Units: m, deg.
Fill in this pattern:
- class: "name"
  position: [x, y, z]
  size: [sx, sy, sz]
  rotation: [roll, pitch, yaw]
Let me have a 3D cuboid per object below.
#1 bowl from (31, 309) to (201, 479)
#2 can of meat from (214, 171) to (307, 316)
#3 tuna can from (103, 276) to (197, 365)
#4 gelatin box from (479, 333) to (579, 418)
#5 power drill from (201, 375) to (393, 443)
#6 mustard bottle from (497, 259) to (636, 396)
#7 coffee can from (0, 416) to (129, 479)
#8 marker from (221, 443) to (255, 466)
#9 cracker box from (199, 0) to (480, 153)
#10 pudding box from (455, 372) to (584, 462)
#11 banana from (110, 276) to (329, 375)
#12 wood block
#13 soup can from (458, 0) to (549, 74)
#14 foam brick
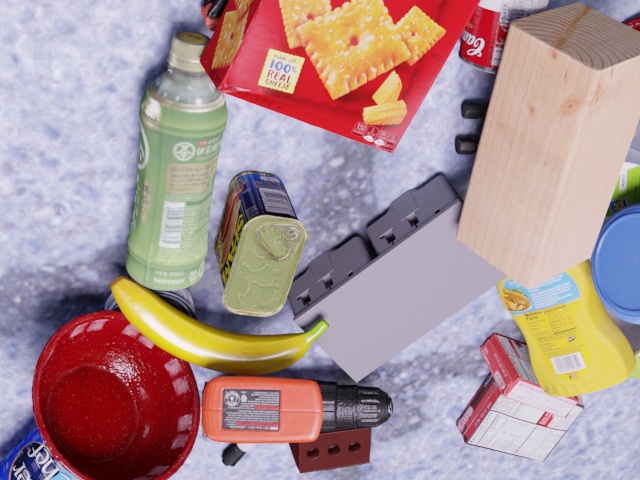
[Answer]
- class: "bowl"
  position: [-0.187, 0.146, 0.938]
  size: [0.162, 0.162, 0.055]
  rotation: [27, 144, -28]
- class: "can of meat"
  position: [-0.056, 0.001, 0.939]
  size: [0.057, 0.084, 0.102]
  rotation: [8, 121, -19]
- class: "tuna can"
  position: [-0.158, 0.073, 0.991]
  size: [0.086, 0.034, 0.086]
  rotation: [-7, 124, -10]
- class: "gelatin box"
  position: [0.216, 0.141, 1.110]
  size: [0.089, 0.073, 0.030]
  rotation: [21, 117, -26]
- class: "power drill"
  position: [-0.027, 0.155, 0.987]
  size: [0.184, 0.187, 0.057]
  rotation: [-2, 81, 5]
- class: "mustard bottle"
  position: [0.225, 0.054, 1.034]
  size: [0.096, 0.058, 0.191]
  rotation: [-20, 100, 42]
- class: "coffee can"
  position: [-0.239, 0.215, 1.022]
  size: [0.140, 0.103, 0.102]
  rotation: [-44, 123, 15]
- class: "marker"
  position: [-0.060, 0.193, 1.106]
  size: [0.020, 0.020, 0.121]
  rotation: [34, 109, -31]
- class: "cracker box"
  position: [0.031, -0.187, 0.798]
  size: [0.164, 0.072, 0.214]
  rotation: [18, 113, -30]
- class: "pudding box"
  position: [0.218, 0.190, 1.167]
  size: [0.113, 0.039, 0.090]
  rotation: [19, 118, -23]
- class: "banana"
  position: [-0.095, 0.083, 0.958]
  size: [0.197, 0.037, 0.070]
  rotation: [12, 97, -13]
- class: "wood block"
  position: [0.191, -0.076, 0.876]
  size: [0.090, 0.090, 0.206]
  rotation: [-22, 136, -35]
- class: "soup can"
  position: [0.154, -0.195, 0.873]
  size: [0.068, 0.068, 0.102]
  rotation: [-3, 123, -13]
- class: "foam brick"
  position: [0.009, 0.201, 1.110]
  size: [0.078, 0.051, 0.053]
  rotation: [-6, 124, -10]
